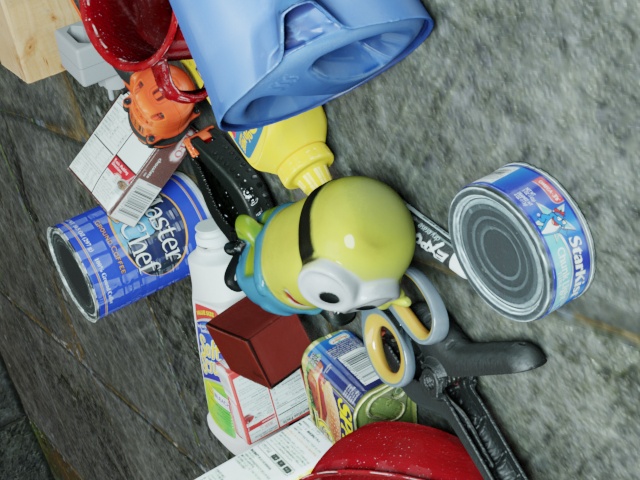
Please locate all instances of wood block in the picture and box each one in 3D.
[{"bbox_3d":[-0.296,-0.276,1.065,0.091,0.090,0.206,33,142,49],"label":"wood block"}]

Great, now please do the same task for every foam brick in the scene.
[{"bbox_3d":[-0.051,0.085,0.912,0.078,0.051,0.053,13,134,57],"label":"foam brick"}]

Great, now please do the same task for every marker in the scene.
[{"bbox_3d":[0.077,0.003,0.683,0.121,0.020,0.020,40,147,42],"label":"marker"}]

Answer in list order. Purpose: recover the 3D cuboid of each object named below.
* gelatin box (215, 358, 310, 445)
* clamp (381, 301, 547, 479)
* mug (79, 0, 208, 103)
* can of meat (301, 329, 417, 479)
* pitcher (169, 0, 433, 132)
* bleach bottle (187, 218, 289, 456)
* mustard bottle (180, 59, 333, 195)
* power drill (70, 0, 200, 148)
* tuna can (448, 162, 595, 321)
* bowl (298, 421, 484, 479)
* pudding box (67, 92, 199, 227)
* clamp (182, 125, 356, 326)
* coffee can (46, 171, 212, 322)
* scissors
[{"bbox_3d":[-0.053,0.139,1.011,0.030,0.073,0.089,31,141,52],"label":"gelatin box"},{"bbox_3d":[0.091,0.084,0.714,0.172,0.039,0.120,43,134,42],"label":"clamp"},{"bbox_3d":[-0.095,-0.148,0.704,0.093,0.081,0.117,-13,92,40],"label":"mug"},{"bbox_3d":[0.031,0.132,0.859,0.084,0.057,0.102,41,147,46],"label":"can of meat"},{"bbox_3d":[-0.044,-0.193,0.619,0.149,0.144,0.243,-31,82,49],"label":"pitcher"},{"bbox_3d":[-0.089,0.092,1.053,0.103,0.068,0.251,33,139,52],"label":"bleach bottle"},{"bbox_3d":[-0.047,-0.109,0.772,0.192,0.058,0.096,57,150,14],"label":"mustard bottle"},{"bbox_3d":[-0.164,-0.160,0.857,0.187,0.057,0.185,56,168,-4],"label":"power drill"},{"bbox_3d":[0.111,0.002,0.598,0.086,0.033,0.086,45,150,35],"label":"tuna can"},{"bbox_3d":[0.065,0.175,0.777,0.162,0.055,0.162,11,150,6],"label":"bowl"},{"bbox_3d":[-0.176,-0.084,0.999,0.090,0.113,0.039,44,-171,38],"label":"pudding box"},{"bbox_3d":[-0.056,0.001,0.924,0.210,0.036,0.165,57,155,6],"label":"clamp"},{"bbox_3d":[-0.183,0.005,1.053,0.103,0.140,0.103,45,150,35],"label":"coffee can"},{"bbox_3d":[0.026,0.028,0.765,0.202,0.016,0.096,42,128,50],"label":"scissors"}]
